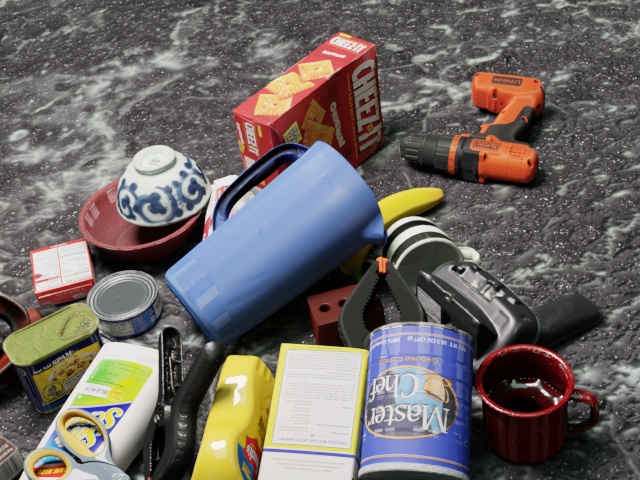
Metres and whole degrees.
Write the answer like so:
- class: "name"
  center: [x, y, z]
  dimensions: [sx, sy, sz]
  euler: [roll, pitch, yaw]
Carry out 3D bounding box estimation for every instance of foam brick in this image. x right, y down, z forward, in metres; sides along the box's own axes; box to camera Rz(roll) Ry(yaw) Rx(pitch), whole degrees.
- class: "foam brick"
  center: [0.029, 0.087, 1.187]
  dimensions: [0.078, 0.051, 0.053]
  euler: [-15, 39, -6]

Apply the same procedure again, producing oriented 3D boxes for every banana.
- class: "banana"
  center: [0.076, -0.013, 1.315]
  dimensions: [0.070, 0.037, 0.197]
  euler: [31, 53, 17]

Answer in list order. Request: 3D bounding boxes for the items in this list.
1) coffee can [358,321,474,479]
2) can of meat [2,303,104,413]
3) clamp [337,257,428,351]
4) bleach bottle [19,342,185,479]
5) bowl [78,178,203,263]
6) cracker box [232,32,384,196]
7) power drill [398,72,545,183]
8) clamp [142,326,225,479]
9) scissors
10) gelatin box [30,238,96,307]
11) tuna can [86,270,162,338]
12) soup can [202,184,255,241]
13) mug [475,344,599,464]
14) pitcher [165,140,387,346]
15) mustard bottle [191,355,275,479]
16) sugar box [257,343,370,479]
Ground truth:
- class: "coffee can"
  center: [0.092, 0.160, 1.009]
  dimensions: [0.103, 0.103, 0.140]
  euler: [1, 65, 12]
- class: "can of meat"
  center: [-0.285, 0.131, 1.173]
  dimensions: [0.102, 0.084, 0.058]
  euler: [-28, 43, -21]
- class: "clamp"
  center: [0.054, 0.119, 1.113]
  dimensions: [0.164, 0.036, 0.210]
  euler: [-7, 62, 5]
- class: "bleach bottle"
  center: [-0.234, 0.217, 1.079]
  dimensions: [0.103, 0.068, 0.250]
  euler: [9, 45, 20]
- class: "bowl"
  center: [-0.223, -0.021, 1.365]
  dimensions: [0.162, 0.055, 0.162]
  euler: [-6, 40, 5]
- class: "cracker box"
  center: [-0.008, -0.146, 1.386]
  dimensions: [0.072, 0.164, 0.213]
  euler: [26, 51, 33]
- class: "power drill"
  center: [0.216, -0.152, 1.434]
  dimensions: [0.185, 0.057, 0.187]
  euler: [12, 47, 19]
- class: "clamp"
  center: [-0.148, 0.167, 1.066]
  dimensions: [0.039, 0.171, 0.120]
  euler: [17, 3, -26]
- class: "scissors"
  center: [-0.208, 0.235, 1.003]
  dimensions: [0.096, 0.016, 0.202]
  euler: [-32, 50, -19]
- class: "gelatin box"
  center: [-0.320, 0.041, 1.331]
  dimensions: [0.073, 0.030, 0.089]
  euler: [-15, 40, -8]
- class: "tuna can"
  center: [-0.232, 0.076, 1.267]
  dimensions: [0.086, 0.034, 0.086]
  euler: [-6, 40, 5]
- class: "soup can"
  center: [-0.111, -0.014, 1.325]
  dimensions: [0.068, 0.068, 0.102]
  euler: [-6, 39, 4]
- class: "mug"
  center: [0.210, 0.163, 1.037]
  dimensions: [0.117, 0.081, 0.093]
  euler: [2, 41, 13]
- class: "pitcher"
  center: [-0.058, 0.001, 1.215]
  dimensions: [0.242, 0.145, 0.149]
  euler: [-38, 16, -9]
- class: "mustard bottle"
  center: [-0.086, 0.209, 1.029]
  dimensions: [0.058, 0.096, 0.191]
  euler: [2, 41, 11]
- class: "sugar box"
  center: [-0.004, 0.190, 1.039]
  dimensions: [0.093, 0.048, 0.176]
  euler: [2, 62, 14]
